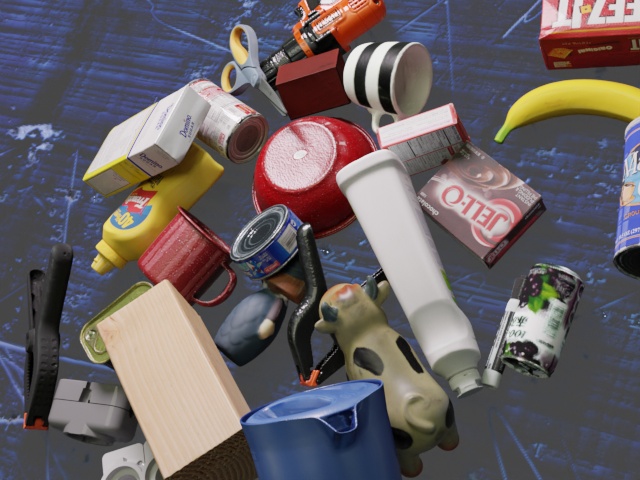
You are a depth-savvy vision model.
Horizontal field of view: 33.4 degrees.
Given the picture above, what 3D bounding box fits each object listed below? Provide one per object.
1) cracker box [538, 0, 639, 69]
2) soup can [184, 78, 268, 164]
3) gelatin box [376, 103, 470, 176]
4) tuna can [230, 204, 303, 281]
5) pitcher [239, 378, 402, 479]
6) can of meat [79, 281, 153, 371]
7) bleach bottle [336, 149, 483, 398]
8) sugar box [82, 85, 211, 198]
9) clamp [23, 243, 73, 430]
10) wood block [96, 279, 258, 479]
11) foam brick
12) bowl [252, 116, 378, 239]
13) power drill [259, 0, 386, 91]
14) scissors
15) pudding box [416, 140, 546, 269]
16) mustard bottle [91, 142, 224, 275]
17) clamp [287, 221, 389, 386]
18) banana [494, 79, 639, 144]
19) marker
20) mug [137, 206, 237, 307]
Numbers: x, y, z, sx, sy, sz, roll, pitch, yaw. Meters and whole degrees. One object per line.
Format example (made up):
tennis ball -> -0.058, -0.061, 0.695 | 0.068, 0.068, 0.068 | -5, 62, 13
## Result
cracker box -> 0.332, -0.298, 1.165 | 0.164, 0.072, 0.213 | 0, 67, 24
soup can -> -0.120, -0.144, 1.287 | 0.102, 0.068, 0.068 | 35, 83, 32
gelatin box -> 0.115, -0.108, 1.166 | 0.089, 0.073, 0.030 | -19, 60, 14
tuna can -> -0.058, 0.001, 1.168 | 0.086, 0.033, 0.086 | -35, 26, 19
pitcher -> 0.018, 0.254, 0.965 | 0.145, 0.149, 0.243 | -14, 91, 25
can of meat -> -0.202, 0.105, 1.193 | 0.102, 0.084, 0.057 | -39, 57, 2
bleach bottle -> 0.098, 0.037, 1.072 | 0.068, 0.102, 0.251 | -27, 70, 11
sugar box -> -0.208, -0.115, 1.270 | 0.177, 0.048, 0.093 | -14, 44, 48
clamp -> -0.317, 0.110, 1.228 | 0.165, 0.036, 0.210 | 142, 131, -58
wood block -> -0.136, 0.152, 1.068 | 0.091, 0.090, 0.206 | -34, 50, -1
foam brick -> -0.007, -0.183, 1.255 | 0.078, 0.051, 0.053 | -14, 32, 15
bowl -> -0.015, -0.084, 1.221 | 0.162, 0.055, 0.162 | -10, 62, 18
power drill -> -0.028, -0.290, 1.327 | 0.184, 0.057, 0.188 | -32, 59, 9
scissors -> -0.083, -0.181, 1.277 | 0.096, 0.016, 0.202 | -59, 36, 37
pudding box -> 0.168, -0.038, 1.130 | 0.090, 0.039, 0.114 | -46, 57, -2
mustard bottle -> -0.202, -0.035, 1.270 | 0.191, 0.058, 0.096 | -49, 34, -3
clamp -> 0.022, 0.073, 1.128 | 0.120, 0.039, 0.171 | 10, 83, -6
banana -> 0.285, -0.138, 1.132 | 0.198, 0.037, 0.069 | -1, 83, 24
marker -> 0.188, 0.091, 1.071 | 0.020, 0.020, 0.121 | 13, 72, 28
mug -> -0.144, 0.029, 1.206 | 0.117, 0.093, 0.081 | 42, 91, 22
